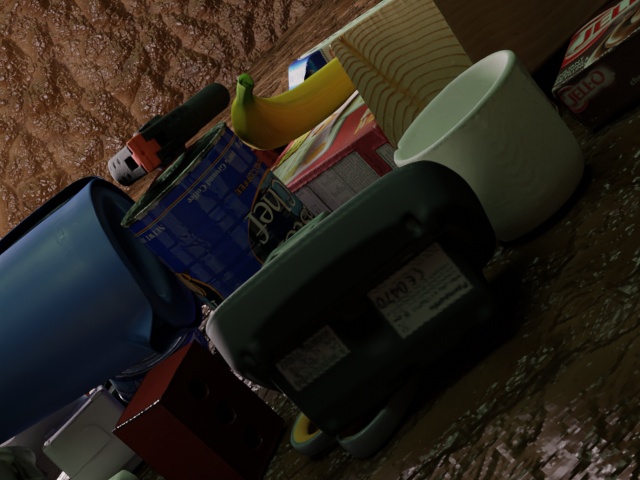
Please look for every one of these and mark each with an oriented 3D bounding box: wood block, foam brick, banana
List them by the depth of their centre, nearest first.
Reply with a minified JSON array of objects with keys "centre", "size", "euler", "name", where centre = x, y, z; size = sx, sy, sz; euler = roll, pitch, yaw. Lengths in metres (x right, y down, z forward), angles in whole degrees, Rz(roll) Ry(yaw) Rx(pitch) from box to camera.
[{"centre":[-0.070,0.108,0.619],"size":[0.051,0.078,0.053],"euler":[-34,19,37],"name":"foam brick"},{"centre":[0.111,-0.153,0.740],"size":[0.090,0.091,0.205],"euler":[-24,13,45],"name":"wood block"},{"centre":[-0.014,-0.107,0.810],"size":[0.070,0.037,0.197],"euler":[-50,-10,33],"name":"banana"}]

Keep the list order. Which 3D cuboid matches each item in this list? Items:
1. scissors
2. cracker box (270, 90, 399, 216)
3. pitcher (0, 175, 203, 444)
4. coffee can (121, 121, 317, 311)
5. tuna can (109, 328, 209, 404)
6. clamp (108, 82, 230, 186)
[{"centre":[0.039,0.050,0.600],"size":[0.096,0.016,0.201],"euler":[-33,18,37],"name":"scissors"},{"centre":[0.031,-0.066,0.851],"size":[0.214,0.072,0.164],"euler":[-32,17,46],"name":"cracker box"},{"centre":[-0.223,0.065,0.806],"size":[0.243,0.145,0.149],"euler":[-34,6,8],"name":"pitcher"},{"centre":[-0.055,0.001,0.756],"size":[0.103,0.140,0.103],"euler":[-42,14,12],"name":"coffee can"},{"centre":[-0.138,0.094,0.884],"size":[0.086,0.033,0.086],"euler":[-19,33,13],"name":"tuna can"},{"centre":[-0.117,-0.083,0.828],"size":[0.120,0.039,0.171],"euler":[-45,12,-2],"name":"clamp"}]
